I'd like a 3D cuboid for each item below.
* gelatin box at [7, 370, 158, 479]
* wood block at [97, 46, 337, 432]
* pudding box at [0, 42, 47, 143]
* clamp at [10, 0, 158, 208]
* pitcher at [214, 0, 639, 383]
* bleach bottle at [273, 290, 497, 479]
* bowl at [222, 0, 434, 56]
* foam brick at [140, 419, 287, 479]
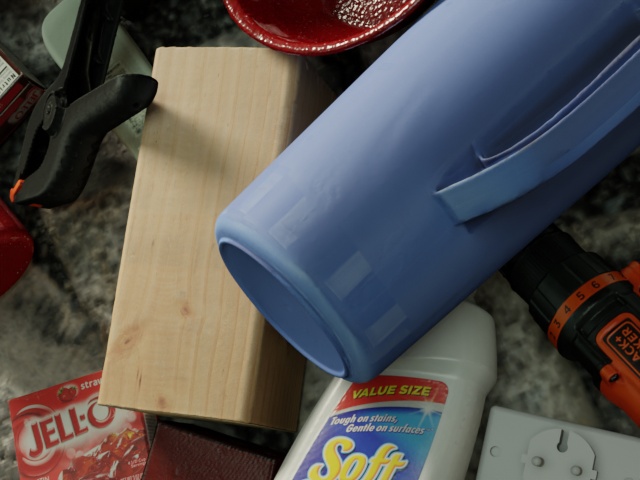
[{"bbox_3d":[-0.142,0.121,0.650,0.089,0.030,0.073,-17,73,12],"label":"gelatin box"},{"bbox_3d":[-0.054,0.001,0.619,0.090,0.090,0.206,4,78,17],"label":"wood block"},{"bbox_3d":[-0.256,-0.108,0.735,0.090,0.039,0.113,-46,71,1],"label":"pudding box"},{"bbox_3d":[-0.145,-0.073,0.646,0.172,0.039,0.120,-60,32,31],"label":"clamp"},{"bbox_3d":[0.071,-0.046,0.526,0.242,0.149,0.145,-43,62,-15],"label":"pitcher"},{"bbox_3d":[0.023,0.119,0.559,0.103,0.068,0.250,14,72,26],"label":"bleach bottle"},{"bbox_3d":[0.022,-0.169,0.589,0.162,0.055,0.162,-9,73,30],"label":"bowl"},{"bbox_3d":[-0.057,0.138,0.608,0.078,0.053,0.051,14,82,19],"label":"foam brick"}]
